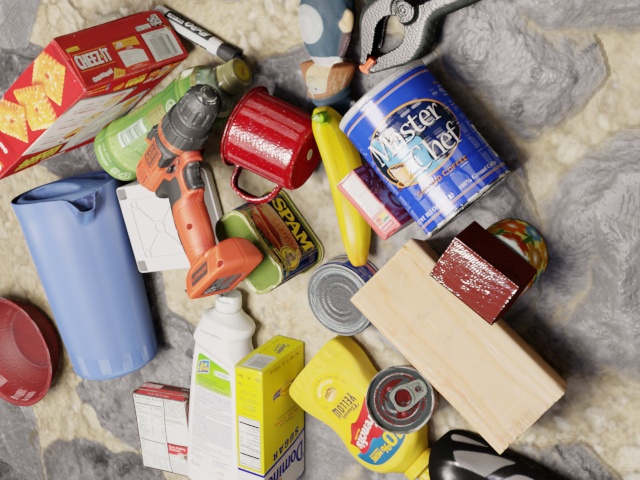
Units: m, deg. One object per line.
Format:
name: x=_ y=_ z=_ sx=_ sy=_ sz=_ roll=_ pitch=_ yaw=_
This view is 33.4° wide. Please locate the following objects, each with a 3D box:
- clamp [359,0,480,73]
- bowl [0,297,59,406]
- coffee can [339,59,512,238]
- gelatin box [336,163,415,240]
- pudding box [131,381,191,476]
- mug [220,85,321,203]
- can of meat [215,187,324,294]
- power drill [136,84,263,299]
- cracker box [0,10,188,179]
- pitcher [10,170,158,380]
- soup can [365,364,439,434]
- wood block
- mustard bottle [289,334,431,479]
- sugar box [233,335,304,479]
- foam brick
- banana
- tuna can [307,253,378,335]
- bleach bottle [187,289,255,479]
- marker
clamp: x=0.096 y=-0.222 z=1.019 sx=0.120 sy=0.039 sz=0.172 roll=40 pitch=130 yaw=19
bowl: x=-0.412 y=0.144 z=1.468 sx=0.162 sy=0.055 sz=0.162 roll=12 pitch=113 yaw=29
coffee can: x=0.100 y=-0.088 z=1.026 sx=0.140 sy=0.102 sz=0.103 roll=52 pitch=126 yaw=6
gelatin box: x=0.067 y=-0.046 z=1.071 sx=0.073 sy=0.089 sz=0.030 roll=49 pitch=122 yaw=7
pudding box: x=-0.192 y=0.244 z=1.375 sx=0.090 sy=0.039 sz=0.113 roll=5 pitch=108 yaw=32
mug: x=-0.051 y=-0.094 z=1.123 sx=0.081 sy=0.093 sz=0.117 roll=27 pitch=89 yaw=17
can of meat: x=-0.058 y=0.001 z=1.171 sx=0.058 sy=0.083 sz=0.102 roll=-37 pitch=85 yaw=36
power drill: x=-0.123 y=-0.047 z=1.104 sx=0.185 sy=0.057 sz=0.188 roll=-45 pitch=62 yaw=55
cracker box: x=-0.273 y=-0.162 z=1.187 sx=0.214 sy=0.163 sz=0.072 roll=-31 pitch=91 yaw=42
pitcher: x=-0.284 y=0.040 z=1.315 sx=0.145 sy=0.149 sz=0.243 roll=-7 pitch=107 yaw=19
soup can: x=0.086 y=0.162 z=1.097 sx=0.068 sy=0.102 sz=0.068 roll=-1 pitch=84 yaw=9
wood block: x=0.139 y=0.101 z=1.063 sx=0.090 sy=0.090 sz=0.206 roll=-46 pitch=79 yaw=8
mustard bottle: x=0.060 y=0.200 z=1.184 sx=0.192 sy=0.058 sz=0.096 roll=43 pitch=114 yaw=12
sugar box: x=-0.057 y=0.210 z=1.243 sx=0.048 sy=0.093 sz=0.176 roll=9 pitch=113 yaw=30
foam brick: x=0.152 y=0.030 z=1.001 sx=0.078 sy=0.052 sz=0.051 roll=40 pitch=123 yaw=14
banana: x=0.021 y=-0.066 z=1.101 sx=0.037 sy=0.069 sz=0.198 roll=0 pitch=130 yaw=24
tuna can: x=0.028 y=0.060 z=1.169 sx=0.086 sy=0.033 sz=0.086 roll=12 pitch=113 yaw=29
bleach bottle: x=-0.108 y=0.181 z=1.285 sx=0.103 sy=0.068 sz=0.251 roll=15 pitch=113 yaw=27
marker: x=-0.135 y=-0.225 z=1.178 sx=0.121 sy=0.020 sz=0.020 roll=33 pitch=122 yaw=19
